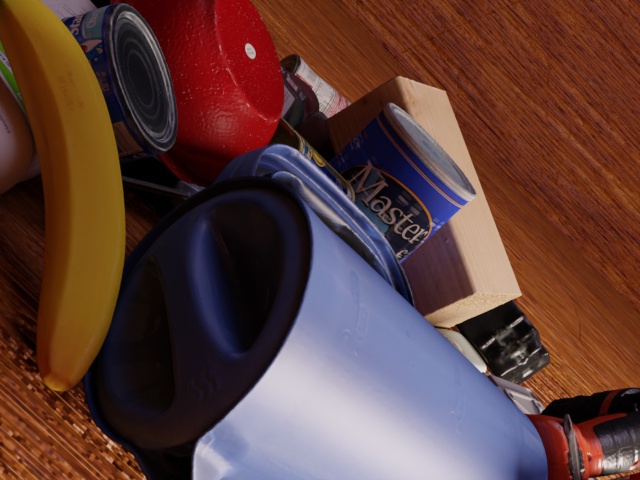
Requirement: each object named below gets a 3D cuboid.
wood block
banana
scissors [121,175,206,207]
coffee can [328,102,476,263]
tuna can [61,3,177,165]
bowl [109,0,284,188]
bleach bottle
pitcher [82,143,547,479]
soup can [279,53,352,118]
[{"bbox_3d":[0.090,-0.030,0.959,0.090,0.090,0.206,4,63,-54],"label":"wood block"},{"bbox_3d":[-0.121,-0.031,0.492,0.069,0.037,0.198,-7,80,-50],"label":"banana"},{"bbox_3d":[-0.079,-0.027,0.629,0.201,0.016,0.096,14,3,-34],"label":"scissors"},{"bbox_3d":[0.041,-0.027,0.866,0.102,0.140,0.103,43,15,-15],"label":"coffee can"},{"bbox_3d":[-0.110,-0.085,0.583,0.086,0.034,0.086,-14,90,-77],"label":"tuna can"},{"bbox_3d":[-0.068,-0.113,0.694,0.162,0.055,0.162,49,32,-47],"label":"bowl"},{"bbox_3d":[-0.172,-0.083,0.574,0.102,0.068,0.250,48,16,-7],"label":"bleach bottle"},{"bbox_3d":[0.014,0.074,0.538,0.242,0.149,0.145,39,2,-39],"label":"pitcher"},{"bbox_3d":[-0.012,-0.152,1.197,0.102,0.068,0.068,39,16,-26],"label":"soup can"}]
